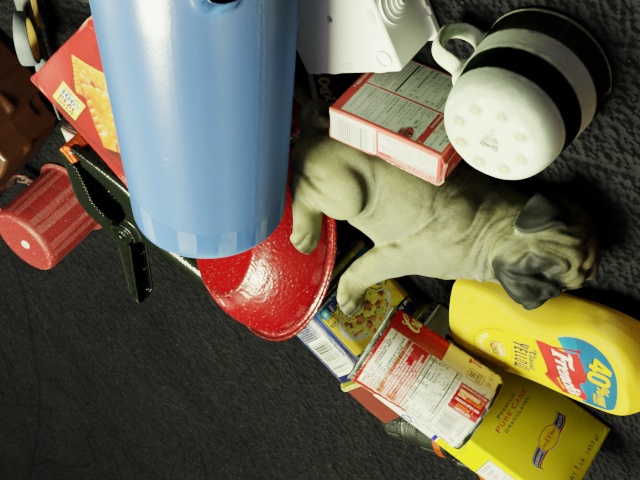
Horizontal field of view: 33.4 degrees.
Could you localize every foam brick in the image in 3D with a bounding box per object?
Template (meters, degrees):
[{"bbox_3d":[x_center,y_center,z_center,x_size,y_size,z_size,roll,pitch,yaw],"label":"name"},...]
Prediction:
[{"bbox_3d":[0.070,0.114,0.942,0.051,0.078,0.053,45,148,-3],"label":"foam brick"}]

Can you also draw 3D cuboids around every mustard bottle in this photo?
[{"bbox_3d":[0.191,0.081,0.791,0.192,0.058,0.096,21,145,28],"label":"mustard bottle"}]

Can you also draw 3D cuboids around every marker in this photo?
[{"bbox_3d":[0.002,-0.111,0.793,0.020,0.020,0.121,20,143,30],"label":"marker"}]

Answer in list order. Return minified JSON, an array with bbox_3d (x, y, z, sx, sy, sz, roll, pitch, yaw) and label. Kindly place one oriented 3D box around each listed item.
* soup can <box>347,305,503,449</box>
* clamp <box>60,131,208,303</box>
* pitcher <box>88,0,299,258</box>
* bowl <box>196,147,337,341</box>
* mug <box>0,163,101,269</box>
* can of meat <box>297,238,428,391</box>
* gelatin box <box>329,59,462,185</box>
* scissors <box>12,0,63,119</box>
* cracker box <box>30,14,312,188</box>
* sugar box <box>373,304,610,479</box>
[{"bbox_3d":[0.081,0.106,0.825,0.102,0.068,0.069,33,148,5],"label":"soup can"},{"bbox_3d":[-0.180,-0.012,1.017,0.165,0.036,0.210,-11,124,48],"label":"clamp"},{"bbox_3d":[-0.079,-0.115,0.682,0.145,0.149,0.243,19,136,18],"label":"pitcher"},{"bbox_3d":[-0.056,0.001,0.869,0.162,0.055,0.162,-7,81,53],"label":"bowl"},{"bbox_3d":[-0.305,-0.030,1.161,0.117,0.081,0.093,34,148,10],"label":"mug"},{"bbox_3d":[0.028,0.061,0.901,0.084,0.102,0.058,47,148,-6],"label":"can of meat"},{"bbox_3d":[0.062,-0.083,0.713,0.089,0.073,0.030,26,145,22],"label":"gelatin box"},{"bbox_3d":[-0.254,-0.155,0.965,0.016,0.096,0.202,-6,139,-4],"label":"scissors"},{"bbox_3d":[-0.125,-0.121,0.867,0.164,0.072,0.214,49,147,-14],"label":"cracker box"},{"bbox_3d":[0.142,0.141,0.885,0.176,0.093,0.048,37,148,5],"label":"sugar box"}]
